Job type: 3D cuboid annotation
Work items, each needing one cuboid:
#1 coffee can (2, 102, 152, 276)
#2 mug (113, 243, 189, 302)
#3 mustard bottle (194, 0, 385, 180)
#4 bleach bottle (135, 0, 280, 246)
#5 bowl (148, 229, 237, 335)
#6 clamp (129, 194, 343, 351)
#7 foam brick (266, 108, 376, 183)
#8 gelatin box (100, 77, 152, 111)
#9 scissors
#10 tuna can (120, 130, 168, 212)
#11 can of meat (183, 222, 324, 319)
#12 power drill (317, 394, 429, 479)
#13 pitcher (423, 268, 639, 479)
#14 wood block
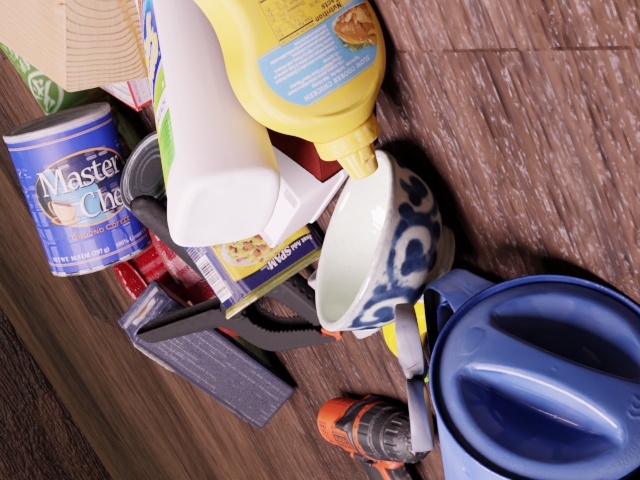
[{"bbox_3d":[-0.230,-0.050,1.019,0.103,0.102,0.140,13,123,58],"label":"coffee can"},{"bbox_3d":[-0.167,0.040,1.173,0.093,0.081,0.117,41,154,29],"label":"mug"},{"bbox_3d":[-0.014,-0.121,0.621,0.058,0.096,0.191,8,130,60],"label":"mustard bottle"},{"bbox_3d":[-0.088,-0.129,0.702,0.103,0.068,0.251,115,143,-63],"label":"bleach bottle"},{"bbox_3d":[-0.107,0.013,1.050,0.162,0.055,0.162,43,155,25],"label":"bowl"},{"bbox_3d":[-0.079,0.057,0.957,0.210,0.036,0.165,20,131,8],"label":"clamp"},{"bbox_3d":[-0.007,-0.087,0.713,0.078,0.053,0.051,37,153,33],"label":"foam brick"},{"bbox_3d":[-0.188,-0.171,0.981,0.073,0.030,0.089,31,148,41],"label":"gelatin box"},{"bbox_3d":[0.064,0.098,0.689,0.201,0.016,0.096,68,-164,-67],"label":"scissors"},{"bbox_3d":[-0.144,-0.058,0.975,0.033,0.086,0.086,29,180,-43],"label":"tuna can"},{"bbox_3d":[-0.056,0.001,0.874,0.084,0.102,0.058,56,157,1],"label":"can of meat"},{"bbox_3d":[0.083,0.229,0.986,0.187,0.057,0.185,61,161,-9],"label":"power drill"},{"bbox_3d":[0.131,0.132,0.670,0.145,0.149,0.243,5,145,10],"label":"pitcher"},{"bbox_3d":[-0.224,-0.209,0.889,0.206,0.090,0.091,35,129,38],"label":"wood block"}]
